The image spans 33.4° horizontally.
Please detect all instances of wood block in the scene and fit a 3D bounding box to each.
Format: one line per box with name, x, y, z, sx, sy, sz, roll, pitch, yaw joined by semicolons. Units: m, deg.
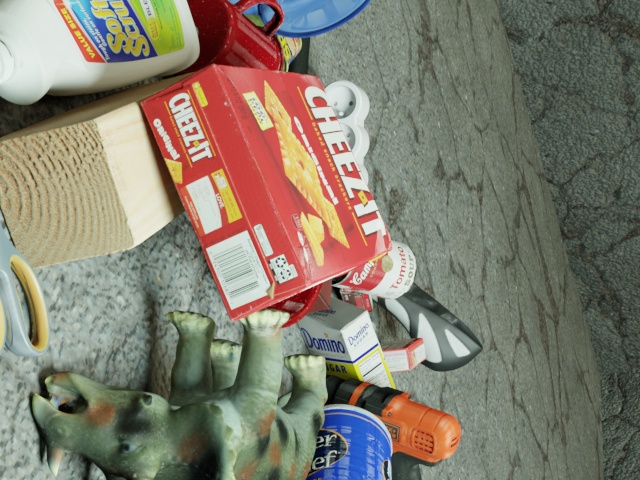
wood block;-0.142;-0.059;0.785;0.205;0.091;0.090;-48;125;-66

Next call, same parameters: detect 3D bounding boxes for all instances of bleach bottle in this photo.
bleach bottle;-0.176;-0.146;0.785;0.250;0.068;0.102;-50;126;-62

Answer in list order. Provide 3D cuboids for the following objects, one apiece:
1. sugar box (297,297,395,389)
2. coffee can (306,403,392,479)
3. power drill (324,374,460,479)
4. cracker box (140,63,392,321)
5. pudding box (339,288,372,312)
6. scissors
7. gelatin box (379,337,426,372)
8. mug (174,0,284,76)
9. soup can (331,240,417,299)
sugar box;0.036;0.147;1.163;0.048;0.093;0.176;-37;119;-24
coffee can;0.016;0.235;0.988;0.140;0.103;0.103;-84;156;-60
power drill;0.051;0.236;1.105;0.057;0.185;0.188;-28;126;-50
cracker box;-0.030;-0.043;0.802;0.164;0.072;0.213;67;21;2
pudding box;0.041;0.024;1.291;0.090;0.039;0.113;76;13;-69
scissors;-0.219;-0.010;0.661;0.096;0.016;0.202;-57;133;-62
gelatin box;0.074;0.140;1.273;0.073;0.089;0.030;-12;93;-70
mug;-0.084;-0.181;0.981;0.093;0.117;0.081;58;14;29
soup can;0.050;0.025;1.186;0.102;0.069;0.068;15;63;-42
